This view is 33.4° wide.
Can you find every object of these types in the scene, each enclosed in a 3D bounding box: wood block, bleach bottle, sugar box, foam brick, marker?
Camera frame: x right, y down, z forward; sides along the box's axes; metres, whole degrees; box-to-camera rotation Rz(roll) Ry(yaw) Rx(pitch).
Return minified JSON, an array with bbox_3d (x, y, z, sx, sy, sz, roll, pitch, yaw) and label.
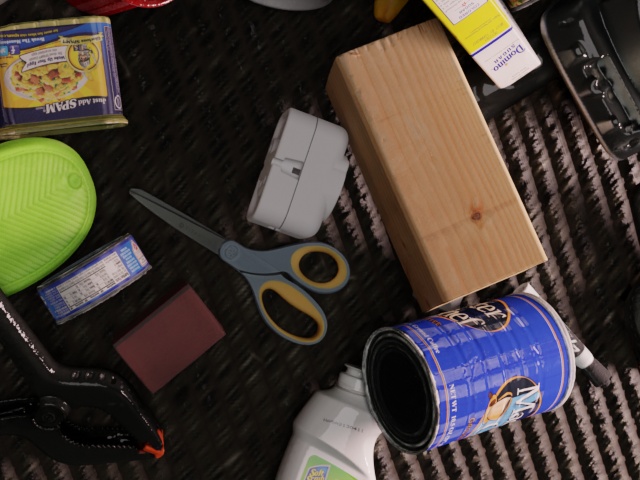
[{"bbox_3d":[0.087,-0.057,0.850,0.090,0.090,0.206,-22,84,-8],"label":"wood block"},{"bbox_3d":[0.006,0.230,0.895,0.102,0.068,0.251,17,89,-13],"label":"bleach bottle"},{"bbox_3d":[0.102,-0.194,0.817,0.048,0.176,0.093,-33,56,15],"label":"sugar box"},{"bbox_3d":[-0.123,0.076,0.864,0.078,0.053,0.051,-39,100,-4],"label":"foam brick"},{"bbox_3d":[0.215,0.086,0.943,0.020,0.020,0.121,-45,100,-5],"label":"marker"}]

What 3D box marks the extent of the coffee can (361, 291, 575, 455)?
[{"bbox_3d":[0.119,0.105,0.864,0.140,0.103,0.103,-11,97,-29],"label":"coffee can"}]

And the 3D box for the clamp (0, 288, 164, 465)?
[{"bbox_3d":[-0.223,0.133,0.842,0.209,0.036,0.165,33,111,-26],"label":"clamp"}]

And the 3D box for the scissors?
[{"bbox_3d":[-0.056,0.001,0.889,0.096,0.016,0.201,-43,100,-6],"label":"scissors"}]

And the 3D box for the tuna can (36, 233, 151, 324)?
[{"bbox_3d":[-0.177,0.029,0.833,0.086,0.086,0.034,-31,98,-7],"label":"tuna can"}]

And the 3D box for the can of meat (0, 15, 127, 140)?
[{"bbox_3d":[-0.207,-0.126,0.831,0.102,0.057,0.084,-8,93,-10],"label":"can of meat"}]
